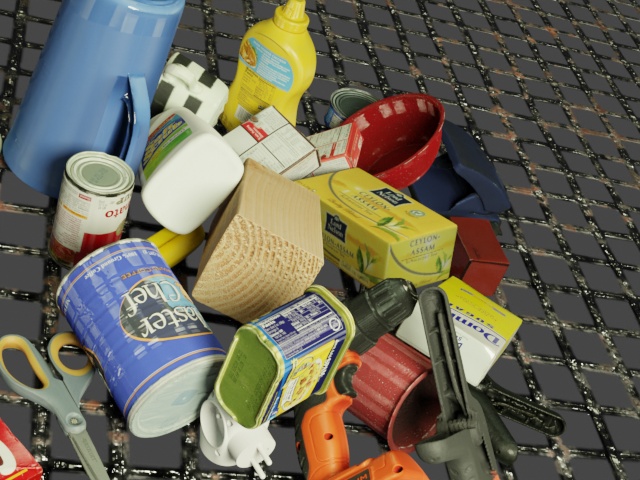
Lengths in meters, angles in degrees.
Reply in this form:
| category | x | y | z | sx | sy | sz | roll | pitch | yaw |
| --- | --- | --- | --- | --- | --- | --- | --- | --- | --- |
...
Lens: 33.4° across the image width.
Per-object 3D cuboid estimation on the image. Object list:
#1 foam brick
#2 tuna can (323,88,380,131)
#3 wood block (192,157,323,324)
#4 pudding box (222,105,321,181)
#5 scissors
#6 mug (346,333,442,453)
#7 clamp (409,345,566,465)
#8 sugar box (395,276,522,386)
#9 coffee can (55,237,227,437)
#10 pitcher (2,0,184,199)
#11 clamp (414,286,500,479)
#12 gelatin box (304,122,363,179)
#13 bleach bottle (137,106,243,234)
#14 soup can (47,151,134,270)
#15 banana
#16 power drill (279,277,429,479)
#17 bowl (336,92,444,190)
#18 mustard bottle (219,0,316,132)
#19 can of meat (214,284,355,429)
| category | x | y | z | sx | sy | sz | roll | pitch | yaw |
| --- | --- | --- | --- | --- | --- | --- | --- | --- | --- |
| foam brick | 0.172 | 0.017 | 1.219 | 0.053 | 0.051 | 0.078 | 6 | 40 | -19 |
| tuna can | 0.049 | -0.160 | 1.388 | 0.086 | 0.034 | 0.086 | 14 | 38 | -11 |
| wood block | -0.057 | 0.002 | 1.028 | 0.090 | 0.090 | 0.206 | 27 | 15 | -10 |
| pudding box | -0.070 | -0.090 | 1.203 | 0.113 | 0.039 | 0.090 | -36 | 62 | -13 |
| scissors | -0.199 | 0.144 | 0.907 | 0.202 | 0.016 | 0.096 | 41 | 41 | 22 |
| mug | 0.072 | 0.140 | 0.992 | 0.082 | 0.093 | 0.117 | 32 | -2 | 37 |
| clamp | 0.161 | 0.152 | 1.055 | 0.120 | 0.039 | 0.172 | 5 | 32 | -49 |
| sugar box | 0.143 | 0.087 | 1.073 | 0.093 | 0.048 | 0.176 | 32 | 13 | 12 |
| coffee can | -0.151 | 0.083 | 0.921 | 0.102 | 0.103 | 0.140 | -15 | 57 | -39 |
| pitcher | -0.221 | -0.158 | 1.078 | 0.149 | 0.243 | 0.145 | 27 | 34 | -5 |
| clamp | 0.116 | 0.165 | 0.901 | 0.036 | 0.210 | 0.164 | -9 | 38 | 18 |
| gelatin box | 0.002 | -0.098 | 1.254 | 0.089 | 0.030 | 0.073 | -14 | 32 | 21 |
| bleach bottle | -0.155 | -0.086 | 1.119 | 0.068 | 0.102 | 0.251 | 45 | -2 | -24 |
| soup can | -0.222 | -0.027 | 1.033 | 0.068 | 0.102 | 0.068 | 14 | 38 | -11 |
| banana | -0.169 | 0.021 | 1.039 | 0.037 | 0.070 | 0.197 | 55 | 40 | -2 |
| power drill | 0.028 | 0.140 | 0.911 | 0.057 | 0.185 | 0.188 | 35 | 27 | -45 |
| bowl | 0.083 | -0.107 | 1.284 | 0.162 | 0.055 | 0.162 | -21 | 35 | 15 |
| mustard bottle | -0.055 | -0.200 | 1.254 | 0.096 | 0.192 | 0.058 | 38 | 40 | 20 |
| can of meat | -0.030 | 0.095 | 0.851 | 0.057 | 0.102 | 0.083 | 43 | 44 | 22 |
